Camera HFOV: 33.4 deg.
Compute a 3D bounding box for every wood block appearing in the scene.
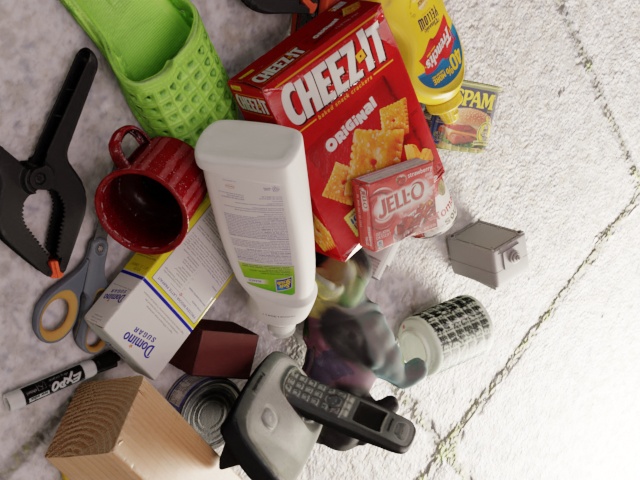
[{"bbox_3d":[-0.168,0.236,1.080,0.206,0.090,0.090,55,39,-35],"label":"wood block"}]

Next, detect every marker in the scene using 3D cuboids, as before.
[{"bbox_3d":[-0.251,0.136,1.047,0.120,0.020,0.020,-22,116,-32],"label":"marker"}]

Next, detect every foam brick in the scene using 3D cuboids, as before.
[{"bbox_3d":[-0.114,0.115,1.130,0.078,0.053,0.051,10,97,-40],"label":"foam brick"}]

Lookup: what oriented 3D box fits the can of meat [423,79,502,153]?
[{"bbox_3d":[0.161,-0.151,1.274,0.101,0.058,0.084,3,104,-39],"label":"can of meat"}]

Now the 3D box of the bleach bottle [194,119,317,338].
[{"bbox_3d":[-0.057,0.001,1.062,0.068,0.103,0.251,-69,161,-45],"label":"bleach bottle"}]

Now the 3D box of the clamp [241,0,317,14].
[{"bbox_3d":[-0.066,-0.289,1.050,0.171,0.039,0.120,26,96,-34],"label":"clamp"}]

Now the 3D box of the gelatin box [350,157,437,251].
[{"bbox_3d":[0.076,-0.037,1.083,0.089,0.030,0.073,-21,115,-32],"label":"gelatin box"}]

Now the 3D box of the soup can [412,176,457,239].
[{"bbox_3d":[0.113,-0.060,1.253,0.068,0.069,0.102,-44,126,-21],"label":"soup can"}]

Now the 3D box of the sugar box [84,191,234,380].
[{"bbox_3d":[-0.150,0.042,1.076,0.176,0.048,0.093,-51,131,-19],"label":"sugar box"}]

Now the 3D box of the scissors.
[{"bbox_3d":[-0.232,0.016,1.029,0.096,0.016,0.202,-9,109,-40],"label":"scissors"}]

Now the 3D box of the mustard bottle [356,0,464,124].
[{"bbox_3d":[0.108,-0.207,1.139,0.096,0.058,0.191,-48,127,-30],"label":"mustard bottle"}]

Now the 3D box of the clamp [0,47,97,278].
[{"bbox_3d":[-0.255,-0.068,0.972,0.164,0.036,0.210,-28,121,-29],"label":"clamp"}]

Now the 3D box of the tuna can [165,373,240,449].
[{"bbox_3d":[-0.125,0.184,1.154,0.085,0.034,0.086,-12,110,-36],"label":"tuna can"}]

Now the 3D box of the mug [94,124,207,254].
[{"bbox_3d":[-0.161,-0.056,1.009,0.117,0.093,0.081,59,30,-22],"label":"mug"}]

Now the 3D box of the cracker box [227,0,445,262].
[{"bbox_3d":[0.025,-0.112,1.088,0.164,0.072,0.213,-40,125,-22],"label":"cracker box"}]
